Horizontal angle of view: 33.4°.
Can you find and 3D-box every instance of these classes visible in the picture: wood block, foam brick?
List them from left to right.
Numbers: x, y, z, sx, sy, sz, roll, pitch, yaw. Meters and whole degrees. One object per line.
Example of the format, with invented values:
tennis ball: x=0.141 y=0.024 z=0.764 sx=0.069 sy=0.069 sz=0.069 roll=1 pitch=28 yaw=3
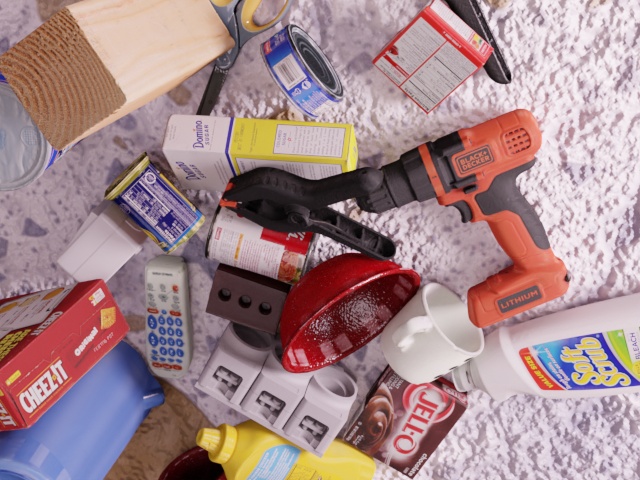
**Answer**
wood block: x=-0.170 y=-0.163 z=0.929 sx=0.091 sy=0.205 sz=0.090 roll=-28 pitch=99 yaw=29
foam brick: x=-0.072 y=0.053 z=1.098 sx=0.078 sy=0.051 sz=0.053 roll=18 pitch=114 yaw=2

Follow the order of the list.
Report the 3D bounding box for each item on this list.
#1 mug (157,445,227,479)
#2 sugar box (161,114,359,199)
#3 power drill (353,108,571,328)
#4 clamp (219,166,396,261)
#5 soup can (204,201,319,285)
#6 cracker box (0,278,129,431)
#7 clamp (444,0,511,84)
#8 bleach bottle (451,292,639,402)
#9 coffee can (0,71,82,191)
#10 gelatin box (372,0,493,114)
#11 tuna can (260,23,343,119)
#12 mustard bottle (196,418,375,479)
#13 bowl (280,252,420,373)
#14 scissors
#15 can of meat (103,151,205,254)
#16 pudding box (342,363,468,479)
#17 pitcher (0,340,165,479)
mug: x=-0.132 y=0.287 z=1.194 sx=0.117 sy=0.093 sz=0.081 roll=-4 pitch=120 yaw=40
sugar box: x=-0.054 y=-0.079 z=1.018 sx=0.176 sy=0.093 sz=0.048 roll=7 pitch=69 yaw=9
power drill: x=0.145 y=-0.013 z=1.019 sx=0.184 sy=0.057 sz=0.187 roll=-22 pitch=109 yaw=10
clamp: x=-0.011 y=-0.038 z=0.978 sx=0.171 sy=0.039 sz=0.120 roll=13 pitch=140 yaw=10
soup can: x=-0.057 y=0.001 z=1.065 sx=0.102 sy=0.068 sz=0.068 roll=17 pitch=114 yaw=4
cracker box: x=-0.321 y=0.122 z=1.076 sx=0.214 sy=0.164 sz=0.072 roll=-11 pitch=115 yaw=37
clamp: x=0.126 y=-0.254 z=0.937 sx=0.210 sy=0.036 sz=0.165 roll=34 pitch=123 yaw=-3
bleach bottle: x=0.257 y=0.118 z=1.062 sx=0.251 sy=0.068 sz=0.102 roll=-16 pitch=109 yaw=18
coffee can: x=-0.279 y=-0.118 z=1.014 sx=0.103 sy=0.140 sz=0.103 roll=4 pitch=113 yaw=8
gelatin box: x=0.100 y=-0.167 z=0.969 sx=0.073 sy=0.030 sz=0.089 roll=41 pitch=140 yaw=-8
tuna can: x=-0.016 y=-0.156 z=0.981 sx=0.034 sy=0.086 sz=0.086 roll=-34 pitch=103 yaw=19
mustard bottle: x=-0.044 y=0.236 z=1.134 sx=0.191 sy=0.058 sz=0.096 roll=23 pitch=117 yaw=-23
bowl: x=0.018 y=0.061 z=1.052 sx=0.162 sy=0.161 sz=0.055 roll=-47 pitch=64 yaw=23
scissors: x=-0.102 y=-0.192 z=1.019 sx=0.096 sy=0.016 sz=0.202 roll=40 pitch=114 yaw=-6
can of meat: x=-0.162 y=-0.036 z=1.050 sx=0.057 sy=0.102 sz=0.084 roll=-45 pitch=103 yaw=-2
pudding box: x=0.090 y=0.186 z=1.132 sx=0.090 sy=0.039 sz=0.114 roll=31 pitch=115 yaw=-4
pitcher: x=-0.277 y=0.204 z=1.094 sx=0.149 sy=0.242 sz=0.145 roll=-41 pitch=100 yaw=22
